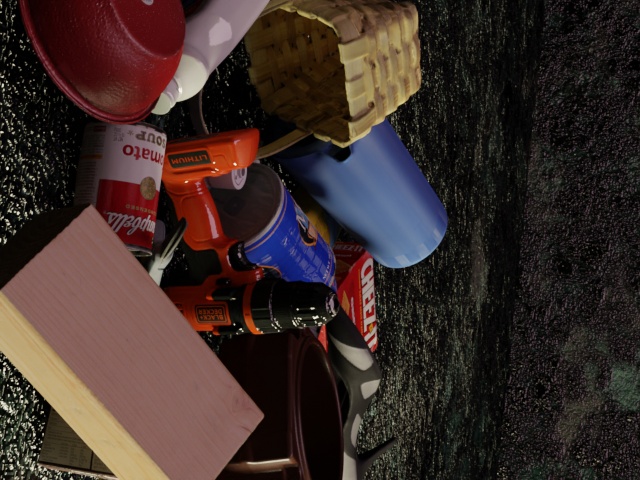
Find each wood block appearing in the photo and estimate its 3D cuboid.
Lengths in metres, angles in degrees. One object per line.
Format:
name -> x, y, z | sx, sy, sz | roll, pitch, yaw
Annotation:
wood block -> -0.148, 0.083, 0.759 | 0.090, 0.090, 0.206 | -50, 116, -31

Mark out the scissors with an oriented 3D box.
scissors -> -0.133, -0.003, 0.894 | 0.202, 0.016, 0.096 | 123, -30, -53

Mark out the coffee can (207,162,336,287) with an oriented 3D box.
coffee can -> -0.057, 0.001, 1.092 | 0.140, 0.103, 0.102 | 53, 44, -49

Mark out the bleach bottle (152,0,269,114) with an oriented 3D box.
bleach bottle -> -0.096, -0.208, 0.968 | 0.068, 0.103, 0.250 | 52, 42, -32

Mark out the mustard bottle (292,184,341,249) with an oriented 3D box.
mustard bottle -> -0.013, -0.018, 1.307 | 0.191, 0.058, 0.096 | -58, 140, -52

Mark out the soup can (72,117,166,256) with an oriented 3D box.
soup can -> -0.164, -0.042, 0.866 | 0.068, 0.069, 0.102 | 26, 69, -69

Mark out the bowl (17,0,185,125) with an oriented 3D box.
bowl -> -0.152, -0.173, 0.811 | 0.162, 0.055, 0.162 | 35, 46, -49

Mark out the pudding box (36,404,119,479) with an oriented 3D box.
pudding box -> -0.170, 0.133, 0.855 | 0.039, 0.090, 0.113 | 44, 54, -63

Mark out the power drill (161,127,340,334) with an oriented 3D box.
power drill -> -0.079, -0.004, 0.970 | 0.057, 0.185, 0.187 | -30, 113, -62

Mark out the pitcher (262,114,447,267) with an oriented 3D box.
pitcher -> 0.047, -0.082, 1.267 | 0.242, 0.145, 0.149 | 48, 50, -38

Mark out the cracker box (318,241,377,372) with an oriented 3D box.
cracker box -> 0.014, 0.115, 1.390 | 0.213, 0.072, 0.164 | -49, 140, -60
